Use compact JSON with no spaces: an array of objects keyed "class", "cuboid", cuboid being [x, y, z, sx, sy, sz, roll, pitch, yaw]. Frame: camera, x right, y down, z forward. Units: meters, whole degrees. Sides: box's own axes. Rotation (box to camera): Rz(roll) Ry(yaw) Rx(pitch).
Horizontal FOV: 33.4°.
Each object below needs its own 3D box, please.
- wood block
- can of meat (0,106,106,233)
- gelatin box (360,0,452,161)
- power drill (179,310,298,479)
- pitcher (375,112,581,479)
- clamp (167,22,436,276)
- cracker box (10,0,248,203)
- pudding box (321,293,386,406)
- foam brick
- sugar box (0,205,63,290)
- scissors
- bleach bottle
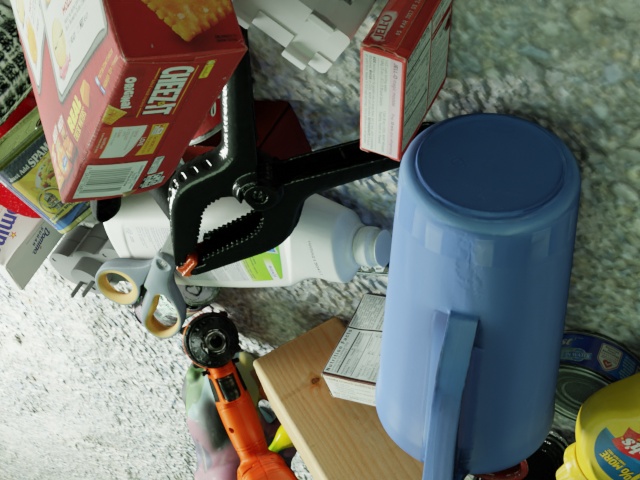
[{"class":"wood block","cuboid":[0.032,0.178,0.924,0.206,0.090,0.090,54,168,40]},{"class":"can of meat","cuboid":[-0.209,-0.067,0.873,0.102,0.057,0.084,-38,118,13]},{"class":"gelatin box","cuboid":[0.049,-0.103,0.620,0.030,0.073,0.089,20,148,16]},{"class":"power drill","cuboid":[-0.077,0.155,1.003,0.184,0.057,0.187,157,93,-82]},{"class":"pitcher","cuboid":[0.101,0.046,0.707,0.149,0.144,0.243,55,158,39]},{"class":"clamp","cuboid":[-0.031,-0.042,0.723,0.164,0.036,0.210,20,132,-21]},{"class":"cracker box","cuboid":[-0.120,-0.151,0.583,0.164,0.072,0.214,-46,58,58]},{"class":"pudding box","cuboid":[0.069,0.094,0.872,0.114,0.090,0.039,7,142,33]},{"class":"foam brick","cuboid":[-0.056,-0.068,0.780,0.078,0.053,0.051,9,143,33]},{"class":"sugar box","cuboid":[-0.345,-0.017,1.061,0.176,0.093,0.048,12,145,26]},{"class":"scissors","cuboid":[-0.144,0.012,0.878,0.096,0.016,0.202,24,140,11]},{"class":"bleach bottle","cuboid":[-0.056,0.001,0.872,0.251,0.068,0.102,6,139,32]}]
